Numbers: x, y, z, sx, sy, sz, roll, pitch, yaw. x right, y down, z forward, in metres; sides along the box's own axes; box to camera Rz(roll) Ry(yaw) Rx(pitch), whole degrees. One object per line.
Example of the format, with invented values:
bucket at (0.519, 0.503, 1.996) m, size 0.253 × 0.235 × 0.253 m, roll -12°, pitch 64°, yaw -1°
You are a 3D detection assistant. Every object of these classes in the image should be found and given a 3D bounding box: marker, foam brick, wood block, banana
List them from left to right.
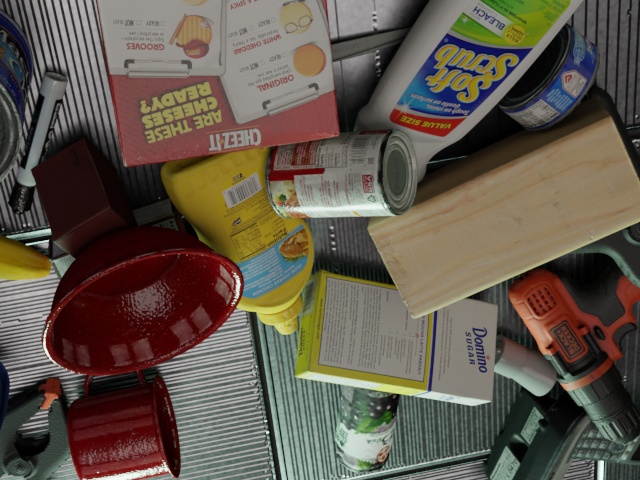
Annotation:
banana at (-0.301, -0.024, 0.843) m, size 0.070 × 0.037 × 0.197 m, roll -33°, pitch 119°, yaw 9°
marker at (-0.224, -0.074, 0.843) m, size 0.020 × 0.020 × 0.121 m, roll 15°, pitch 114°, yaw -19°
foam brick at (-0.183, -0.029, 0.833) m, size 0.053 × 0.078 × 0.051 m, roll -29°, pitch 147°, yaw 5°
wood block at (0.152, -0.027, 0.874) m, size 0.206 × 0.090 × 0.090 m, roll -25°, pitch 102°, yaw 14°

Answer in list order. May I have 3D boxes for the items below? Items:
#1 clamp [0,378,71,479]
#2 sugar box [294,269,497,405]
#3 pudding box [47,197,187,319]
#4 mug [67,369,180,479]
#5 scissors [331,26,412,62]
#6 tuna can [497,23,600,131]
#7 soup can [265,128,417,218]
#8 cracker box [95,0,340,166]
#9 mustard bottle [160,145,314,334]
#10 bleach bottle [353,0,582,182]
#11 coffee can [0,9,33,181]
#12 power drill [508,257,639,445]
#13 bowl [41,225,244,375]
clamp at (-0.282, 0.199, 0.967) m, size 0.120 × 0.039 × 0.171 m, roll 10°, pitch 109°, yaw -21°
sugar box at (0.070, 0.089, 0.952) m, size 0.176 × 0.048 × 0.093 m, roll 13°, pitch 72°, yaw -19°
pudding box at (-0.160, 0.025, 0.899) m, size 0.113 × 0.039 × 0.090 m, roll -20°, pitch 119°, yaw -3°
mug at (-0.177, 0.161, 0.947) m, size 0.081 × 0.093 × 0.117 m, roll -12°, pitch 89°, yaw 0°
scissors at (-0.023, -0.157, 0.842) m, size 0.201 × 0.016 × 0.096 m, roll -29°, pitch 115°, yaw -1°
tuna can at (0.180, -0.132, 0.857) m, size 0.033 × 0.086 × 0.086 m, roll 32°, pitch 107°, yaw -23°
soup can at (0.017, -0.052, 0.837) m, size 0.102 × 0.068 × 0.068 m, roll 0°, pitch 125°, yaw 29°
cracker box at (-0.080, -0.174, 0.775) m, size 0.164 × 0.072 × 0.214 m, roll -9°, pitch 112°, yaw -6°
mustard bottle at (-0.056, 0.001, 0.893) m, size 0.096 × 0.058 × 0.191 m, roll -32°, pitch 122°, yaw -19°
bleach bottle at (0.108, -0.131, 0.853) m, size 0.102 × 0.068 × 0.251 m, roll 26°, pitch 115°, yaw -18°
coffee can at (-0.258, -0.103, 0.750) m, size 0.102 × 0.140 × 0.103 m, roll -5°, pitch 119°, yaw -9°
power drill at (0.292, 0.071, 0.976) m, size 0.187 × 0.057 × 0.184 m, roll -34°, pitch 95°, yaw 3°
bowl at (-0.144, 0.038, 0.832) m, size 0.162 × 0.055 × 0.162 m, roll -19°, pitch 149°, yaw -12°
